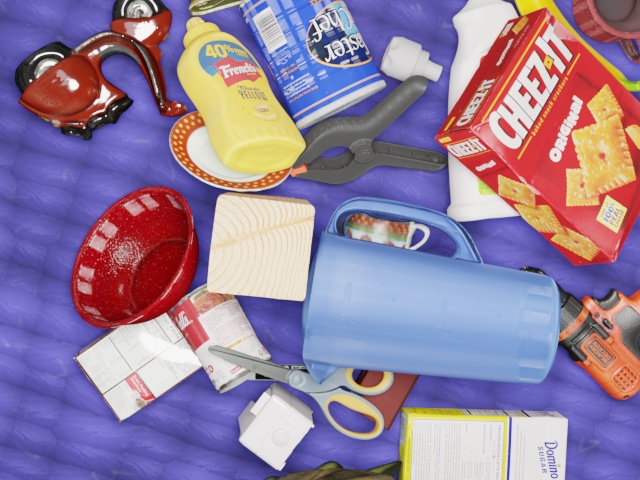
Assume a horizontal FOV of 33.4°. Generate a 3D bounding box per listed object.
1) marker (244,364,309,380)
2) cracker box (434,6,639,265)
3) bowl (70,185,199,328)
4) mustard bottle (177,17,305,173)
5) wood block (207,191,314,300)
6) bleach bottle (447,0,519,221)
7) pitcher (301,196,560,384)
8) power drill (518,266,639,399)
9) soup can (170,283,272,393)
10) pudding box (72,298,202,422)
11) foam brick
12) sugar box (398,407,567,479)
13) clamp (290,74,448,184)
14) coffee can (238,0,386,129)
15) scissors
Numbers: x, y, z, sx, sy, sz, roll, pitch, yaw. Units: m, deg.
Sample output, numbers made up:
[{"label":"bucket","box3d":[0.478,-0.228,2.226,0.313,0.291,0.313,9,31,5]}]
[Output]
[{"label":"marker","box3d":[-0.052,0.143,1.156,0.121,0.020,0.020,1,93,-2]},{"label":"cracker box","box3d":[0.244,-0.102,1.080,0.213,0.072,0.164,40,69,-19]},{"label":"bowl","box3d":[-0.180,0.026,1.103,0.162,0.162,0.055,-50,136,1]},{"label":"mustard bottle","box3d":[-0.094,-0.157,1.095,0.058,0.096,0.192,-52,55,38]},{"label":"wood block","box3d":[-0.057,0.001,1.055,0.091,0.206,0.090,7,93,-2]},{"label":"bleach bottle","box3d":[0.174,-0.149,1.126,0.102,0.068,0.251,-6,91,-16]},{"label":"pitcher","box3d":[0.105,0.061,1.042,0.243,0.145,0.149,8,134,1]},{"label":"power drill","box3d":[0.324,0.051,1.148,0.187,0.057,0.184,-44,97,3]},{"label":"soup can","box3d":[-0.103,0.100,1.118,0.068,0.068,0.102,-32,81,0]},{"label":"pudding box","box3d":[-0.192,0.127,1.142,0.113,0.039,0.090,-35,93,-2]},{"label":"foam brick","box3d":[0.068,0.153,1.145,0.051,0.053,0.078,29,90,-3]},{"label":"sugar box","box3d":[0.175,0.231,1.157,0.176,0.048,0.093,3,93,-6]},{"label":"clamp","box3d":[0.052,-0.097,1.129,0.171,0.039,0.120,-22,124,13]},{"label":"coffee can","box3d":[-0.008,-0.199,1.099,0.103,0.103,0.140,-26,93,-1]},{"label":"scissors","box3d":[-0.007,0.129,1.090,0.201,0.016,0.096,37,84,-14]}]
